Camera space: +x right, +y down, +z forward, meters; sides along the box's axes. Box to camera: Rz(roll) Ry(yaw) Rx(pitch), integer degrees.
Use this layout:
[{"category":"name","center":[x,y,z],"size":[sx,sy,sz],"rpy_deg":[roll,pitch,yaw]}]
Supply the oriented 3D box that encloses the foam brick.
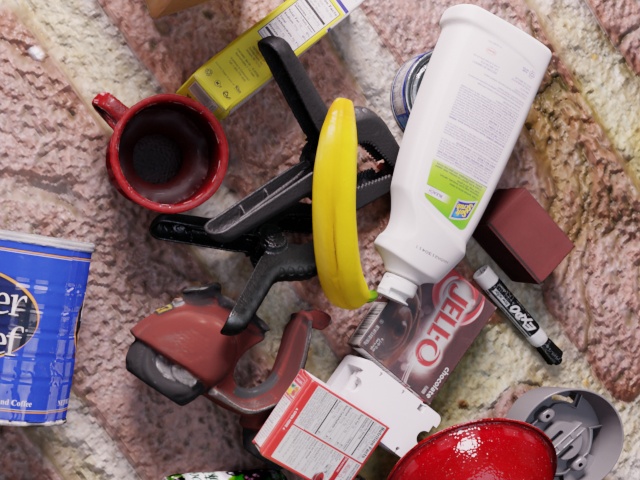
[{"category":"foam brick","center":[0.182,-0.005,0.983],"size":[0.051,0.053,0.078],"rpy_deg":[-46,104,-12]}]

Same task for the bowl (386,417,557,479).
[{"category":"bowl","center":[0.138,0.230,0.926],"size":[0.162,0.055,0.162],"rpy_deg":[-7,128,-9]}]

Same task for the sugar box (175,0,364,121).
[{"category":"sugar box","center":[-0.036,-0.167,0.889],"size":[0.176,0.093,0.048],"rpy_deg":[-43,101,-14]}]

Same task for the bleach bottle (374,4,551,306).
[{"category":"bleach bottle","center":[0.105,-0.067,0.916],"size":[0.102,0.068,0.251],"rpy_deg":[26,85,-17]}]

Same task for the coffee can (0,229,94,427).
[{"category":"coffee can","center":[-0.236,0.064,0.820],"size":[0.102,0.103,0.140],"rpy_deg":[9,88,-18]}]

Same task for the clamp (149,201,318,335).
[{"category":"clamp","center":[-0.056,0.001,0.892],"size":[0.120,0.039,0.171],"rpy_deg":[50,45,10]}]

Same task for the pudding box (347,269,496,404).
[{"category":"pudding box","center":[0.091,0.075,0.960],"size":[0.090,0.039,0.113],"rpy_deg":[40,78,-14]}]

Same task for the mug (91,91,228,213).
[{"category":"mug","center":[-0.138,-0.075,0.861],"size":[0.117,0.082,0.093],"rpy_deg":[40,79,-15]}]

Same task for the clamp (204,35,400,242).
[{"category":"clamp","center":[-0.003,-0.061,0.885],"size":[0.209,0.036,0.164],"rpy_deg":[17,98,-48]}]

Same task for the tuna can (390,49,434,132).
[{"category":"tuna can","center":[0.109,-0.130,0.967],"size":[0.086,0.034,0.086],"rpy_deg":[0,91,-18]}]

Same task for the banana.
[{"category":"banana","center":[0.016,-0.015,0.869],"size":[0.037,0.069,0.198],"rpy_deg":[3,123,15]}]

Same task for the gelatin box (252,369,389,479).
[{"category":"gelatin box","center":[0.001,0.159,0.874],"size":[0.089,0.030,0.073],"rpy_deg":[35,89,-25]}]

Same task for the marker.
[{"category":"marker","center":[0.188,0.072,1.002],"size":[0.020,0.020,0.121],"rpy_deg":[-45,103,-13]}]
